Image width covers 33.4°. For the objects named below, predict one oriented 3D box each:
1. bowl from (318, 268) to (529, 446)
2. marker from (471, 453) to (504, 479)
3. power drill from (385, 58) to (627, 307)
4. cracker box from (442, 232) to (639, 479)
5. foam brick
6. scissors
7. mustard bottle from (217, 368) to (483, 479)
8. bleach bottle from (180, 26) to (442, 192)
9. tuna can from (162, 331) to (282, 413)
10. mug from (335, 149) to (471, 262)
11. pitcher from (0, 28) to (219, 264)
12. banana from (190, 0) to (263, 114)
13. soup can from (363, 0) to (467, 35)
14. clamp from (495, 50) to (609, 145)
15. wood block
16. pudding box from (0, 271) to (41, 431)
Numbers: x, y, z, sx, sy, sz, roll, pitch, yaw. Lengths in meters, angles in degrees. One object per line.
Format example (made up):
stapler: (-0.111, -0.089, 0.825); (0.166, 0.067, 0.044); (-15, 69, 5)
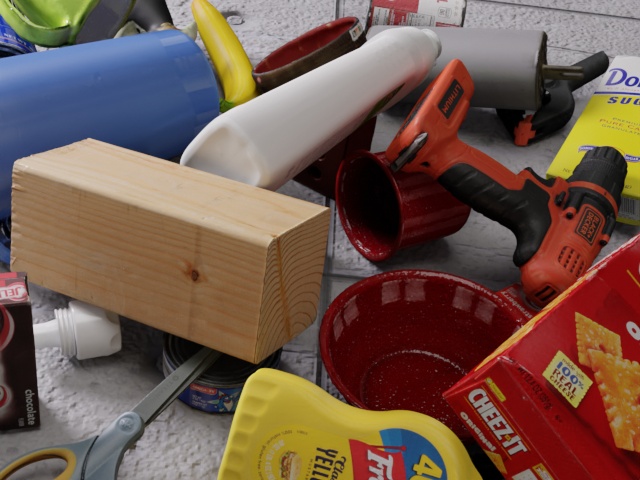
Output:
bowl: (0.076, 0.094, 0.761); (0.162, 0.055, 0.162); (5, 41, -4)
marker: (0.160, 0.155, 0.733); (0.121, 0.020, 0.020); (1, 42, -9)
power drill: (0.156, -0.058, 0.851); (0.187, 0.057, 0.184); (37, 48, -3)
cracker box: (0.206, 0.105, 0.705); (0.213, 0.072, 0.164); (-31, 81, -40)
foam brick: (0.011, -0.087, 0.941); (0.053, 0.078, 0.051); (28, 43, 21)
scissors: (-0.120, 0.139, 0.683); (0.201, 0.016, 0.096); (-28, 59, -20)
mustard bottle: (0.036, 0.151, 0.665); (0.191, 0.096, 0.058); (16, 1, 7)
bleach bottle: (0.009, -0.108, 0.851); (0.250, 0.103, 0.068); (-36, 89, -37)
tuna can: (-0.071, 0.082, 0.767); (0.086, 0.034, 0.086); (5, 41, -4)
mug: (0.065, -0.038, 0.895); (0.081, 0.093, 0.117); (-15, 17, -31)
pitcher: (-0.203, -0.090, 0.884); (0.242, 0.149, 0.145); (-23, 35, -35)
banana: (-0.087, -0.166, 1.027); (0.037, 0.069, 0.198); (-28, 41, 8)
soup can: (0.099, -0.237, 1.134); (0.102, 0.068, 0.068); (9, 41, 0)
clamp: (0.232, -0.154, 1.082); (0.120, 0.039, 0.171); (5, 46, 11)
wood block: (-0.108, 0.002, 0.749); (0.206, 0.091, 0.090); (17, 23, 23)
pudding box: (-0.230, 0.076, 0.688); (0.090, 0.113, 0.039); (-5, 39, -15)
